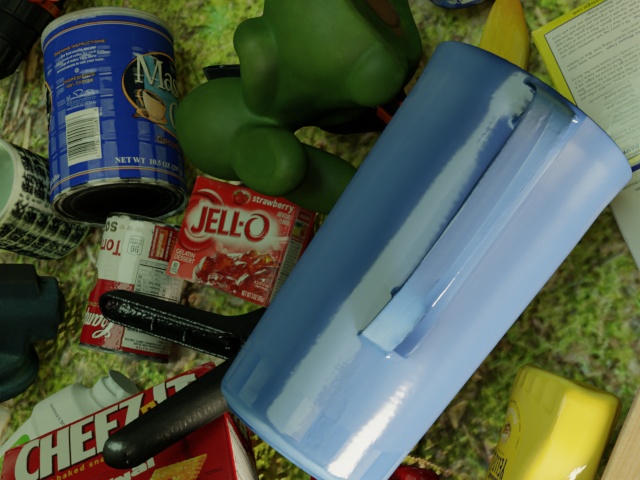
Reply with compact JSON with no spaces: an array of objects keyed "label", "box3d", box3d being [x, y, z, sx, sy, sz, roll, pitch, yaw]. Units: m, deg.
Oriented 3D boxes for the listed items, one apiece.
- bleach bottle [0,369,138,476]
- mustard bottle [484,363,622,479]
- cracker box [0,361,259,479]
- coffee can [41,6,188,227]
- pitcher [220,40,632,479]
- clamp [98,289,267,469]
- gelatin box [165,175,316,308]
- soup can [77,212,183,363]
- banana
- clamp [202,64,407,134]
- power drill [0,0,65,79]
[{"label":"bleach bottle","box3d":[-0.221,0.206,0.806,0.103,0.068,0.251,44,98,28]},{"label":"mustard bottle","box3d":[0.114,0.170,0.618,0.058,0.096,0.191,19,89,-3]},{"label":"cracker box","box3d":[-0.118,0.180,0.660,0.164,0.072,0.214,-23,27,0]},{"label":"coffee can","box3d":[-0.158,-0.092,0.817,0.103,0.102,0.140,-15,72,24]},{"label":"pitcher","box3d":[0.054,0.018,0.594,0.145,0.149,0.243,33,86,44]},{"label":"clamp","box3d":[-0.046,0.081,0.692,0.210,0.036,0.164,-2,34,-3]},{"label":"gelatin box","box3d":[-0.055,0.001,0.721,0.089,0.030,0.073,16,86,30]},{"label":"soup can","box3d":[-0.136,0.036,0.795,0.069,0.068,0.102,8,82,29]},{"label":"banana","box3d":[0.087,-0.070,0.712,0.069,0.037,0.198,40,93,2]},{"label":"clamp","box3d":[-0.005,-0.139,0.763,0.172,0.039,0.120,27,124,20]},{"label":"power drill","box3d":[-0.219,-0.215,0.844,0.184,0.057,0.188,-62,18,-6]}]
